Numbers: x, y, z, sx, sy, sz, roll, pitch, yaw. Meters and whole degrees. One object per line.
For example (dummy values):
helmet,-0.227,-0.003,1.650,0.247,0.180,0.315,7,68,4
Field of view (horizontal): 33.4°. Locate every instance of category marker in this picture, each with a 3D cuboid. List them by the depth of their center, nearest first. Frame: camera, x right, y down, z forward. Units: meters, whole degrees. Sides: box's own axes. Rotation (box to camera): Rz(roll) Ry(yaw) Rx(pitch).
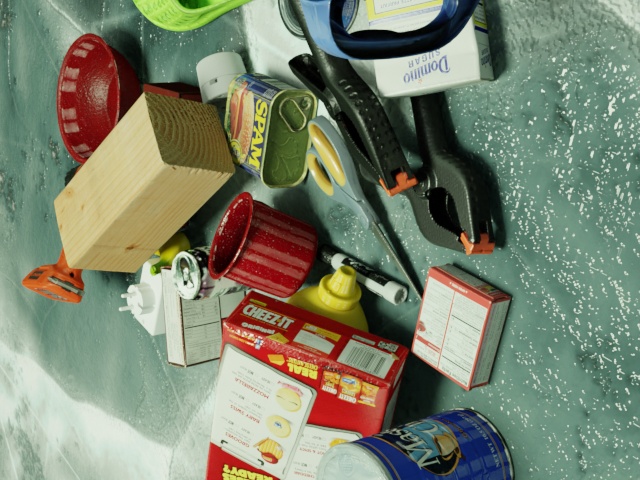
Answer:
marker,0.037,0.031,1.032,0.121,0.020,0.020,29,118,44

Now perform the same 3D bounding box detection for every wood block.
wood block,-0.191,-0.056,1.132,0.206,0.090,0.090,-40,57,39

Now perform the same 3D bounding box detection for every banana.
banana,-0.201,0.004,1.278,0.198,0.069,0.037,17,113,62

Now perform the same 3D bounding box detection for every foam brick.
foam brick,-0.161,-0.149,1.213,0.078,0.052,0.051,22,113,47

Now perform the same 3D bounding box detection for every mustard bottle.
mustard bottle,-0.001,0.102,1.051,0.096,0.058,0.192,40,130,27

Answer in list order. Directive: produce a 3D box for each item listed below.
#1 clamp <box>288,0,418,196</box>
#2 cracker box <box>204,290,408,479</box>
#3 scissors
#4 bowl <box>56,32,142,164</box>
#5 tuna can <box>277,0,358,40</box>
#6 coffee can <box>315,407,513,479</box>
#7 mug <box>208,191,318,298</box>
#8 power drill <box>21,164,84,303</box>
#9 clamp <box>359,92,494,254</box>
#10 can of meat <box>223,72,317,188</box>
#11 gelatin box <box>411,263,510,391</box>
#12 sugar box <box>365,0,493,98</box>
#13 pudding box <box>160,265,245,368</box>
clamp,0.019,-0.133,0.925,0.210,0.036,0.164,59,171,26
cracker box,-0.017,0.171,1.013,0.164,0.072,0.214,19,124,14
scissors,0.036,-0.024,1.020,0.202,0.016,0.096,63,161,1
bowl,-0.269,-0.175,1.332,0.162,0.055,0.162,3,94,50
tuna can,-0.004,-0.234,1.020,0.086,0.033,0.086,13,106,49
coffee can,0.081,0.209,0.915,0.103,0.140,0.103,12,106,49
mug,-0.057,0.001,1.081,0.093,0.081,0.117,-55,26,28
power drill,-0.312,-0.017,1.359,0.185,0.057,0.187,1,67,59
clamp,0.100,-0.061,0.923,0.172,0.039,0.120,49,136,37
can of meat,-0.054,-0.115,1.088,0.084,0.057,0.102,31,119,47
gelatin box,0.121,0.075,0.930,0.073,0.030,0.089,31,120,42
sugar box,0.085,-0.211,0.888,0.093,0.048,0.176,-6,94,27
pudding box,-0.128,0.078,1.186,0.039,0.089,0.113,4,100,50
